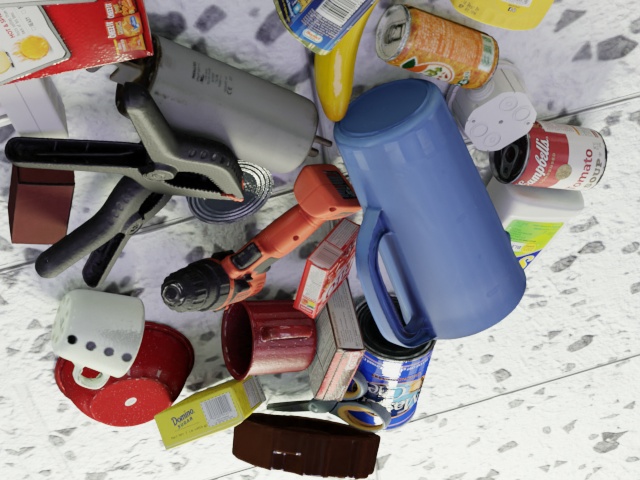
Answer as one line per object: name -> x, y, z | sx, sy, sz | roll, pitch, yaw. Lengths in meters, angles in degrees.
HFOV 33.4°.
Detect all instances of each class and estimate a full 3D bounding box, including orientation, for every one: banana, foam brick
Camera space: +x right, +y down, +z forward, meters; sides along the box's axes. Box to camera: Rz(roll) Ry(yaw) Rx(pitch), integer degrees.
banana -> 0.035, -0.190, 0.924 | 0.037, 0.070, 0.198 | -30, 163, -48
foam brick -> -0.257, -0.040, 0.980 | 0.051, 0.053, 0.078 | 1, 135, -22

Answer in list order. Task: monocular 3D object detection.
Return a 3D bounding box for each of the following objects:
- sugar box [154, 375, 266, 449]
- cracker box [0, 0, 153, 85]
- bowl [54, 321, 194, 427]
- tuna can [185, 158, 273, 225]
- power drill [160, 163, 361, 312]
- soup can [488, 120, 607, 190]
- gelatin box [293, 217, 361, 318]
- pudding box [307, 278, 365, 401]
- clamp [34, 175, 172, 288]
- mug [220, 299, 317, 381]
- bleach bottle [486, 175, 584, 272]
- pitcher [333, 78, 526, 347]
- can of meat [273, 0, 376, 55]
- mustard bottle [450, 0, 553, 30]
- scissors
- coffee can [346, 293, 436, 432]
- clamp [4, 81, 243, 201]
sugar box -> -0.121, 0.189, 1.212 | 0.093, 0.048, 0.176 | -21, 179, 4
cracker box -> -0.246, -0.201, 0.798 | 0.213, 0.072, 0.164 | -12, 138, -6
bowl -> -0.218, 0.163, 1.212 | 0.162, 0.055, 0.162 | -10, 137, -10
tuna can -> -0.091, -0.057, 1.034 | 0.086, 0.034, 0.086 | -14, 141, -12
power drill -> -0.057, 0.001, 1.044 | 0.188, 0.057, 0.184 | -38, 173, 18
soup can -> 0.235, -0.088, 1.102 | 0.102, 0.068, 0.069 | 4, 134, -25
gelatin box -> 0.010, 0.028, 1.132 | 0.030, 0.089, 0.073 | 28, 132, 12
pudding box -> 0.012, 0.109, 1.195 | 0.039, 0.113, 0.090 | 5, 133, -20
clamp -> -0.189, -0.018, 1.015 | 0.171, 0.039, 0.120 | -43, 172, -5
mug -> -0.051, 0.104, 1.177 | 0.081, 0.093, 0.117 | 0, 168, -27
bleach bottle -> 0.194, 0.025, 1.213 | 0.102, 0.068, 0.251 | 5, 135, -22
pitcher -> 0.097, -0.024, 1.032 | 0.145, 0.149, 0.242 | -19, 122, 13
can of meat -> 0.006, -0.212, 0.858 | 0.057, 0.102, 0.084 | 22, 126, -37
mustard bottle -> 0.187, -0.270, 0.894 | 0.096, 0.058, 0.192 | 8, 132, -26
scissors -> -0.004, 0.183, 1.276 | 0.016, 0.202, 0.096 | -40, 124, -40
coffee can -> 0.077, 0.146, 1.267 | 0.102, 0.103, 0.140 | -6, 137, -15
clamp -> -0.150, -0.070, 0.914 | 0.165, 0.036, 0.209 | -12, 159, 31
